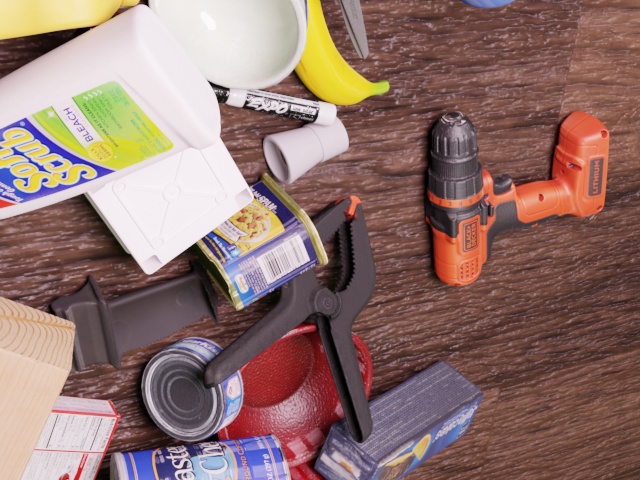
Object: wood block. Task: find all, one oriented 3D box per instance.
[{"bbox_3d":[-0.271,0.153,0.820,0.090,0.090,0.206,22,104,-17],"label":"wood block"}]

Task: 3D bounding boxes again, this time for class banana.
[{"bbox_3d":[-0.005,-0.174,0.848,0.069,0.037,0.197,-53,137,-25],"label":"banana"}]

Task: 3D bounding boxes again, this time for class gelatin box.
[{"bbox_3d":[-0.225,0.170,0.913,0.089,0.030,0.073,11,109,-36],"label":"gelatin box"}]

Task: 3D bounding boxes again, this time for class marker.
[{"bbox_3d":[-0.045,-0.111,0.854,0.121,0.020,0.020,9,112,-24],"label":"marker"}]

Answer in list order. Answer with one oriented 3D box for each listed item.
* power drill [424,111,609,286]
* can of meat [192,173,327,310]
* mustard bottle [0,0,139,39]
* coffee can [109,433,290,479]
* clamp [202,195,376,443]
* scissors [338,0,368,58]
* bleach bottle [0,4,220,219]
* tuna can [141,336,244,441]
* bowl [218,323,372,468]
[{"bbox_3d":[0.185,-0.060,1.021,0.187,0.057,0.184,-20,130,-18],"label":"power drill"},{"bbox_3d":[-0.056,0.001,0.874,0.084,0.102,0.057,-30,128,-12],"label":"can of meat"},{"bbox_3d":[-0.194,-0.164,0.691,0.191,0.096,0.058,-14,123,-25],"label":"mustard bottle"},{"bbox_3d":[-0.103,0.225,0.913,0.140,0.103,0.103,-4,119,-17],"label":"coffee can"},{"bbox_3d":[0.005,0.064,0.929,0.164,0.036,0.210,31,69,-23],"label":"clamp"},{"bbox_3d":[0.033,-0.196,0.769,0.096,0.016,0.201,-16,153,21],"label":"scissors"},{"bbox_3d":[-0.199,-0.060,0.723,0.251,0.068,0.102,-25,130,16],"label":"bleach bottle"},{"bbox_3d":[-0.111,0.129,0.921,0.033,0.086,0.086,-24,136,-62],"label":"tuna can"},{"bbox_3d":[-0.033,0.135,0.997,0.161,0.055,0.162,-16,124,-24],"label":"bowl"}]
